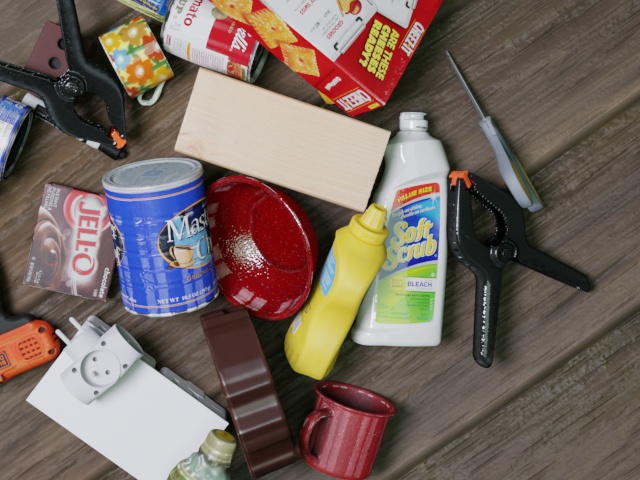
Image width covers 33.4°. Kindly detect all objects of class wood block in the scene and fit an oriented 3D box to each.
[{"bbox_3d":[-0.041,-0.105,1.129,0.206,0.090,0.091,18,93,-5],"label":"wood block"}]

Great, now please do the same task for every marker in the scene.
[{"bbox_3d":[-0.264,-0.121,1.145,0.121,0.020,0.020,29,92,-6],"label":"marker"}]

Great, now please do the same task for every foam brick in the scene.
[{"bbox_3d":[-0.275,-0.185,1.122,0.053,0.051,0.078,24,93,-7],"label":"foam brick"}]

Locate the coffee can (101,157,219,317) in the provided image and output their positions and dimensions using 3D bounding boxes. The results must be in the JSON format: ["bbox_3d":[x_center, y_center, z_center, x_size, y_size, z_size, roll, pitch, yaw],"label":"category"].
[{"bbox_3d":[-0.164,-0.005,1.106,0.102,0.103,0.140,-7,110,-4],"label":"coffee can"}]

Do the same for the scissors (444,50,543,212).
[{"bbox_3d":[0.184,-0.112,1.150,0.016,0.096,0.201,-30,100,18],"label":"scissors"}]

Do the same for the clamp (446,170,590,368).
[{"bbox_3d":[0.203,0.012,1.164,0.164,0.036,0.210,-27,103,-20],"label":"clamp"}]

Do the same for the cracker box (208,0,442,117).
[{"bbox_3d":[0.005,-0.255,1.083,0.213,0.072,0.164,37,67,-20],"label":"cracker box"}]

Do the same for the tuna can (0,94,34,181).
[{"bbox_3d":[-0.329,-0.106,1.108,0.033,0.086,0.086,22,93,-8],"label":"tuna can"}]

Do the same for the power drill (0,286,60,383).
[{"bbox_3d":[-0.393,0.076,1.136,0.184,0.057,0.187,-22,98,-1],"label":"power drill"}]

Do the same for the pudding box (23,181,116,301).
[{"bbox_3d":[-0.261,0.001,1.146,0.090,0.039,0.113,13,94,-6],"label":"pudding box"}]

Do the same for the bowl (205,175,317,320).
[{"bbox_3d":[-0.057,0.001,1.130,0.162,0.055,0.162,17,119,33],"label":"bowl"}]

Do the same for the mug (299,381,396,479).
[{"bbox_3d":[0.020,0.208,1.155,0.093,0.117,0.081,23,101,37],"label":"mug"}]

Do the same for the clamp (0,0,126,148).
[{"bbox_3d":[-0.249,-0.169,1.076,0.120,0.039,0.171,-44,119,11],"label":"clamp"}]

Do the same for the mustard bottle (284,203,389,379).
[{"bbox_3d":[0.022,0.045,1.115,0.058,0.096,0.192,21,115,-8],"label":"mustard bottle"}]

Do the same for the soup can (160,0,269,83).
[{"bbox_3d":[-0.108,-0.213,1.116,0.102,0.068,0.068,21,93,5],"label":"soup can"}]

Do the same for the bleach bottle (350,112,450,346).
[{"bbox_3d":[0.088,-0.013,1.162,0.102,0.068,0.251,2,93,-9],"label":"bleach bottle"}]
